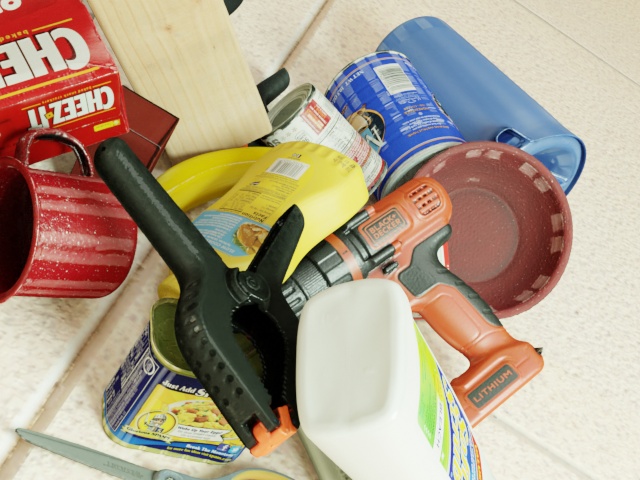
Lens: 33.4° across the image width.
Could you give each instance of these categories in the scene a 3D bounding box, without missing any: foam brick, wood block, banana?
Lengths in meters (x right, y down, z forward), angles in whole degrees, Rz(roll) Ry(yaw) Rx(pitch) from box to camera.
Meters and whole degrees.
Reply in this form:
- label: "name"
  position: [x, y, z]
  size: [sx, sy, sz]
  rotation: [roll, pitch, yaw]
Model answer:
- label: "foam brick"
  position: [-0.150, -0.066, 0.807]
  size: [0.051, 0.078, 0.053]
  rotation: [29, 32, -7]
- label: "wood block"
  position: [-0.116, -0.160, 0.836]
  size: [0.206, 0.090, 0.091]
  rotation: [69, -4, -55]
- label: "banana"
  position: [-0.066, -0.046, 0.872]
  size: [0.197, 0.037, 0.070]
  rotation: [-4, 46, -31]

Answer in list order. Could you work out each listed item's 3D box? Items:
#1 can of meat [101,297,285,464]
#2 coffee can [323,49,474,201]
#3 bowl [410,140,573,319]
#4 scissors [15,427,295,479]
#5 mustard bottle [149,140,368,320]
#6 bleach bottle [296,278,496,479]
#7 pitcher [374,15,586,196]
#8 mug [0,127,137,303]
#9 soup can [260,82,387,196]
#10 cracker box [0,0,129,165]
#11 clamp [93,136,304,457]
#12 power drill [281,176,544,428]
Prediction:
- label: "can of meat"
  position: [-0.076, 0.092, 0.668]
  size: [0.102, 0.084, 0.057]
  rotation: [18, 37, -26]
- label: "coffee can"
  position: [0.076, -0.101, 1.037]
  size: [0.102, 0.103, 0.140]
  rotation: [4, 44, -40]
- label: "bowl"
  position: [0.145, -0.007, 0.978]
  size: [0.162, 0.162, 0.055]
  rotation: [35, -7, -2]
- label: "scissors"
  position: [-0.082, 0.164, 0.635]
  size: [0.201, 0.016, 0.096]
  rotation: [15, 38, -30]
- label: "mustard bottle"
  position: [-0.055, 0.001, 0.787]
  size: [0.096, 0.058, 0.191]
  rotation: [17, 48, 37]
- label: "bleach bottle"
  position: [0.066, 0.130, 0.673]
  size: [0.250, 0.068, 0.102]
  rotation: [53, 31, -47]
- label: "pitcher"
  position: [0.158, -0.123, 1.130]
  size: [0.144, 0.149, 0.243]
  rotation: [-8, 47, -33]
- label: "mug"
  position: [-0.174, -0.015, 0.697]
  size: [0.081, 0.093, 0.117]
  rotation: [6, 78, -45]
- label: "soup can"
  position: [0.002, -0.081, 0.948]
  size: [0.102, 0.069, 0.068]
  rotation: [45, 28, -22]
- label: "cracker box"
  position: [-0.251, -0.144, 0.752]
  size: [0.164, 0.072, 0.214]
  rotation: [-22, 58, -17]
- label: "clamp"
  position: [-0.060, 0.029, 0.641]
  size: [0.164, 0.036, 0.210]
  rotation: [24, 37, -34]
- label: "power drill"
  position: [0.065, 0.063, 0.819]
  size: [0.184, 0.057, 0.188]
  rotation: [-34, 82, -18]
